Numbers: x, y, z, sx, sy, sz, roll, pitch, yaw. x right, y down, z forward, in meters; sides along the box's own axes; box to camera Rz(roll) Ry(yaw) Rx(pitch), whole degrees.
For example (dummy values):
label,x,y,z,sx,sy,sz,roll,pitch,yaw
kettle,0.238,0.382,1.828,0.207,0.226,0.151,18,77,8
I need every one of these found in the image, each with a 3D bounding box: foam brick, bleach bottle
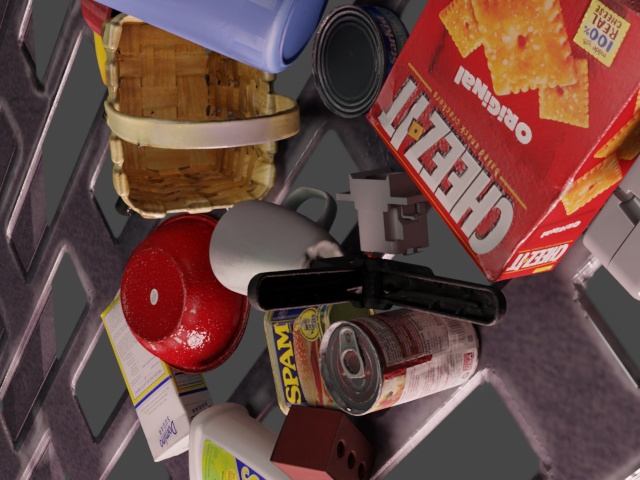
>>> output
label,x,y,z,sx,sy,sz,roll,pitch,yaw
foam brick,0.004,0.176,0.873,0.051,0.078,0.053,3,59,31
bleach bottle,-0.021,0.232,0.951,0.251,0.067,0.102,17,111,47

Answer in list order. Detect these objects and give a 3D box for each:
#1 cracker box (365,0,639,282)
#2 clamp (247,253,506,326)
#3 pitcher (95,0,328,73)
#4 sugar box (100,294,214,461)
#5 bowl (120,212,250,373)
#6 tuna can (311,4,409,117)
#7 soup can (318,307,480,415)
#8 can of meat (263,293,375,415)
label,x,y,z,sx,sy,sz,roll,pitch,yaw
cracker box,0.132,-0.103,0.673,0.164,0.071,0.214,57,137,28
clamp,0.028,0.031,0.762,0.210,0.164,0.036,-140,54,-83
pitcher,-0.118,-0.224,0.806,0.243,0.149,0.145,27,141,8
sugar box,-0.171,0.136,1.136,0.093,0.048,0.176,-41,69,46
bowl,-0.145,0.052,1.042,0.162,0.055,0.162,1,91,38
tuna can,0.032,-0.139,0.824,0.086,0.033,0.086,15,109,50
soup can,0.059,0.083,0.781,0.069,0.102,0.068,15,109,50
can of meat,0.006,0.096,0.891,0.084,0.057,0.102,-11,89,50
